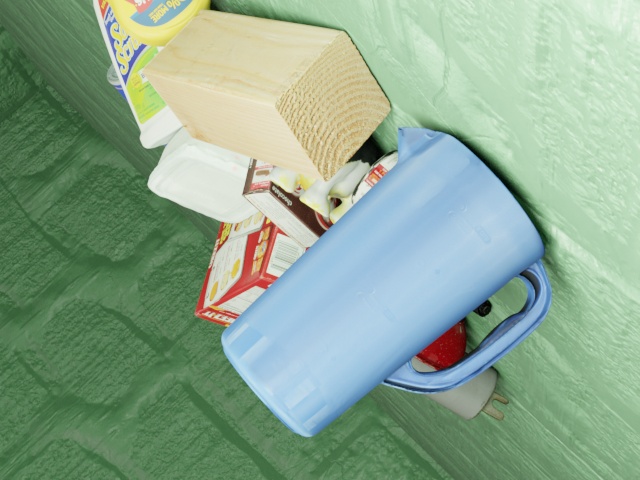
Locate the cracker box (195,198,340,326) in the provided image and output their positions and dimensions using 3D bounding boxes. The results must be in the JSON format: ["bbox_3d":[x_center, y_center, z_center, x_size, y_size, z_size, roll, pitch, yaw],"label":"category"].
[{"bbox_3d":[-0.058,0.001,1.210,0.072,0.164,0.214,22,158,-19],"label":"cracker box"}]

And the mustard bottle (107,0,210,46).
[{"bbox_3d":[-0.163,-0.244,1.022,0.191,0.096,0.058,47,171,-7],"label":"mustard bottle"}]

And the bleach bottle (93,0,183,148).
[{"bbox_3d":[-0.201,-0.234,1.164,0.103,0.067,0.251,-26,90,38],"label":"bleach bottle"}]

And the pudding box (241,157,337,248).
[{"bbox_3d":[-0.026,-0.057,1.064,0.039,0.090,0.113,-11,146,34],"label":"pudding box"}]

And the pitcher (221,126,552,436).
[{"bbox_3d":[0.052,0.045,0.831,0.149,0.243,0.145,47,178,40],"label":"pitcher"}]

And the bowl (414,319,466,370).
[{"bbox_3d":[0.118,0.090,1.264,0.162,0.055,0.162,34,-169,-8],"label":"bowl"}]

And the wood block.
[{"bbox_3d":[-0.051,-0.131,0.923,0.206,0.090,0.090,22,156,49],"label":"wood block"}]
